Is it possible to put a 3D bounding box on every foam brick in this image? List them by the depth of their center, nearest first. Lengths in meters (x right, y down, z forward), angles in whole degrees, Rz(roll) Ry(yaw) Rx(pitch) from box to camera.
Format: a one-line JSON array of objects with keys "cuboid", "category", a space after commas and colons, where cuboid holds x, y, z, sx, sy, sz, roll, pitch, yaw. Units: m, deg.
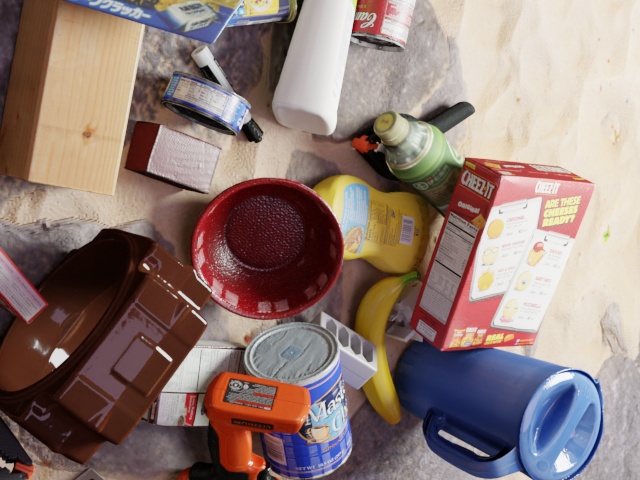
[{"cuboid": [-0.149, -0.084, 1.082, 0.078, 0.053, 0.051, 19, 87, -35], "category": "foam brick"}]

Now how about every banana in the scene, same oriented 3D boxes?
[{"cuboid": [0.071, 0.124, 1.263, 0.037, 0.070, 0.198, -30, 130, -58], "category": "banana"}]

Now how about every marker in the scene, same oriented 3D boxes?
[{"cuboid": [-0.096, -0.152, 1.127, 0.020, 0.020, 0.121, -45, 120, -20], "category": "marker"}]

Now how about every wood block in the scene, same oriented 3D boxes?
[{"cuboid": [-0.231, -0.153, 0.993, 0.090, 0.090, 0.206, 9, 93, -36], "category": "wood block"}]

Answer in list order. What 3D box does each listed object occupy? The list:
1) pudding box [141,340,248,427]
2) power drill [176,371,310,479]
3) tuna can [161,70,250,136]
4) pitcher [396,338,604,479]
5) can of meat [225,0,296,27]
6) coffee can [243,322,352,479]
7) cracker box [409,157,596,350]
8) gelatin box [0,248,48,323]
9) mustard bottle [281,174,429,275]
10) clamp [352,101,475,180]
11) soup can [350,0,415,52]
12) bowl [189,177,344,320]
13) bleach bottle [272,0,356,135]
[{"cuboid": [-0.132, 0.153, 1.144, 0.113, 0.039, 0.090, 7, 91, -38], "category": "pudding box"}, {"cuboid": [-0.058, 0.230, 1.110, 0.184, 0.057, 0.188, 10, 125, 2], "category": "power drill"}, {"cuboid": [-0.116, -0.137, 1.076, 0.086, 0.086, 0.034, 26, 85, -35], "category": "tuna can"}, {"cuboid": [0.192, 0.191, 1.246, 0.149, 0.243, 0.145, 20, 87, -35], "category": "pitcher"}, {"cuboid": [-0.077, -0.271, 1.097, 0.083, 0.058, 0.102, -13, 105, -30], "category": "can of meat"}, {"cuboid": [-0.023, 0.175, 1.163, 0.102, 0.103, 0.140, -28, 128, -28], "category": "coffee can"}, {"cuboid": [0.207, 0.017, 1.228, 0.163, 0.072, 0.214, 2, 113, -39], "category": "cracker box"}, {"cuboid": [-0.300, 0.032, 0.986, 0.030, 0.073, 0.089, -46, 120, -20], "category": "gelatin box"}, {"cuboid": [0.037, -0.023, 1.215, 0.191, 0.058, 0.096, 15, 80, -35], "category": "mustard bottle"}, {"cuboid": [0.117, -0.119, 1.266, 0.171, 0.039, 0.120, 10, 92, -39], "category": "clamp"}, {"cuboid": [0.072, -0.269, 1.192, 0.068, 0.069, 0.102, 12, 91, -35], "category": "soup can"}, {"cuboid": [-0.057, 0.001, 1.135, 0.162, 0.055, 0.162, -2, 112, -5], "category": "bowl"}, {"cuboid": [0.009, -0.247, 1.147, 0.068, 0.102, 0.251, 13, 83, 5], "category": "bleach bottle"}]
